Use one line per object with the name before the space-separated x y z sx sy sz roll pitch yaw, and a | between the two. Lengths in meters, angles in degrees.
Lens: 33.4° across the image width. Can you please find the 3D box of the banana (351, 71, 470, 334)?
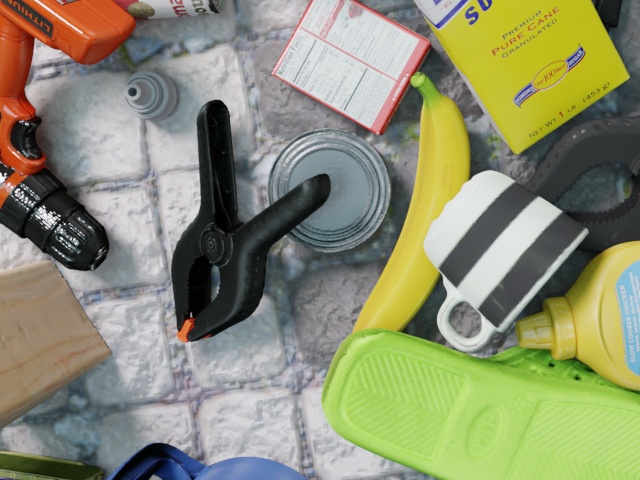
banana | 0.066 -0.014 0.730 0.069 0.037 0.198 5 103 -29

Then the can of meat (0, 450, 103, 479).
can of meat | -0.213 0.205 0.783 0.102 0.057 0.084 7 93 6

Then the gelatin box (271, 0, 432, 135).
gelatin box | 0.021 -0.126 0.740 0.089 0.030 0.073 30 99 4

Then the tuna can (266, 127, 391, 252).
tuna can | 0.007 -0.035 0.747 0.086 0.033 0.086 1 94 7

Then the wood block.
wood block | -0.227 0.081 0.699 0.091 0.206 0.090 -33 90 9

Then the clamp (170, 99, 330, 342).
clamp | -0.055 0.001 0.732 0.120 0.039 0.171 31 116 40

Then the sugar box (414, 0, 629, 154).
sugar box | 0.117 -0.148 0.675 0.093 0.048 0.176 -35 125 7

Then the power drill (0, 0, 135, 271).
power drill | -0.194 -0.088 0.722 0.184 0.057 0.188 38 124 6
